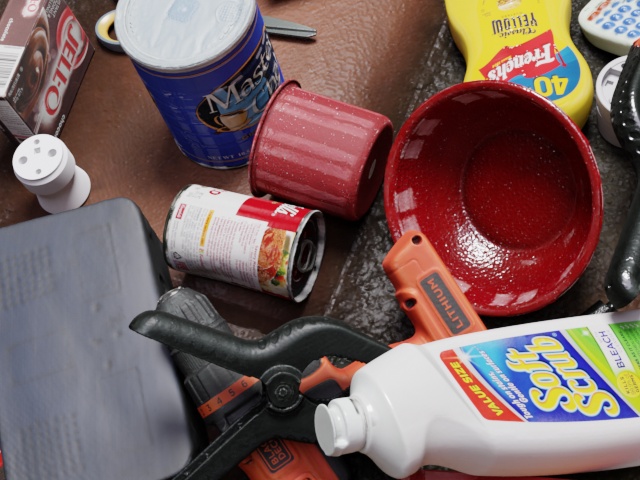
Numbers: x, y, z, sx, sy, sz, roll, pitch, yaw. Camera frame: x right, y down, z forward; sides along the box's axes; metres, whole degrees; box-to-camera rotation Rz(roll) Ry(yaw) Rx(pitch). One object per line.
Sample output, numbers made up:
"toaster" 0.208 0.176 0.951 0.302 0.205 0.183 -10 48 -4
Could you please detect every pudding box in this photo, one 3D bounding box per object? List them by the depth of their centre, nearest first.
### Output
"pudding box" -0.233 -0.141 0.873 0.039 0.090 0.113 11 67 18

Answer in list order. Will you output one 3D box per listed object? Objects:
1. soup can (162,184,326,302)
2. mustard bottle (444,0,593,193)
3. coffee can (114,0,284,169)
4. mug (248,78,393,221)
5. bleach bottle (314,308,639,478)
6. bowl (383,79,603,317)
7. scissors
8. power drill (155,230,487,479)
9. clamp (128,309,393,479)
"soup can" -0.055 0.001 0.779 0.102 0.068 0.068 13 67 18
"mustard bottle" 0.153 -0.121 0.803 0.096 0.058 0.191 -10 63 9
"coffee can" -0.084 -0.133 0.810 0.103 0.140 0.103 -5 63 9
"mug" 0.007 -0.069 0.798 0.081 0.093 0.117 19 33 14
"bleach bottle" 0.119 0.101 0.635 0.250 0.068 0.102 -6 55 -23
"bowl" 0.126 -0.031 0.739 0.162 0.055 0.162 8 104 33
"scissors" -0.110 -0.180 0.910 0.202 0.016 0.096 28 74 23
"power drill" 0.006 0.073 0.709 0.187 0.057 0.184 -34 89 -5
"clamp" -0.033 0.081 0.653 0.171 0.039 0.120 -19 103 -10
